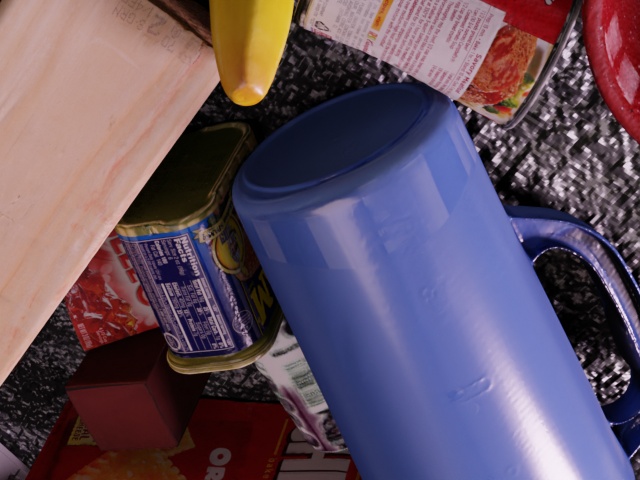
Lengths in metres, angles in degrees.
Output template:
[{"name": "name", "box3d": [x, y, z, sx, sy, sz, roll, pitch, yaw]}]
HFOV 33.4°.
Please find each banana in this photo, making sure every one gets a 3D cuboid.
[{"name": "banana", "box3d": [-0.035, -0.154, 0.411, 0.037, 0.069, 0.198, -1, 107, 25]}]

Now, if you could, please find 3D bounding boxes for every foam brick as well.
[{"name": "foam brick", "box3d": [-0.101, 0.076, 0.616, 0.053, 0.078, 0.051, -5, 123, 21]}]

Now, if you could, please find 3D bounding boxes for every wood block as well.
[{"name": "wood block", "box3d": [-0.136, -0.032, 0.480, 0.090, 0.091, 0.206, 33, 105, -19]}]

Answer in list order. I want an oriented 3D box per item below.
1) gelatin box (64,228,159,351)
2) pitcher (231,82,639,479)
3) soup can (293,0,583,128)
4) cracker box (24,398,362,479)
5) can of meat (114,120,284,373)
[{"name": "gelatin box", "box3d": [-0.108, 0.010, 0.578, 0.073, 0.030, 0.089, -18, 125, -6]}, {"name": "pitcher", "box3d": [0.064, 0.045, 0.520, 0.145, 0.149, 0.243, -5, 123, 39]}, {"name": "soup can", "box3d": [0.048, -0.098, 0.442, 0.102, 0.068, 0.069, 25, 130, -2]}, {"name": "cracker box", "box3d": [-0.075, 0.171, 0.625, 0.214, 0.164, 0.072, 0, 129, 17]}, {"name": "can of meat", "box3d": [-0.053, 0.001, 0.528, 0.057, 0.102, 0.084, -8, 121, 19]}]
